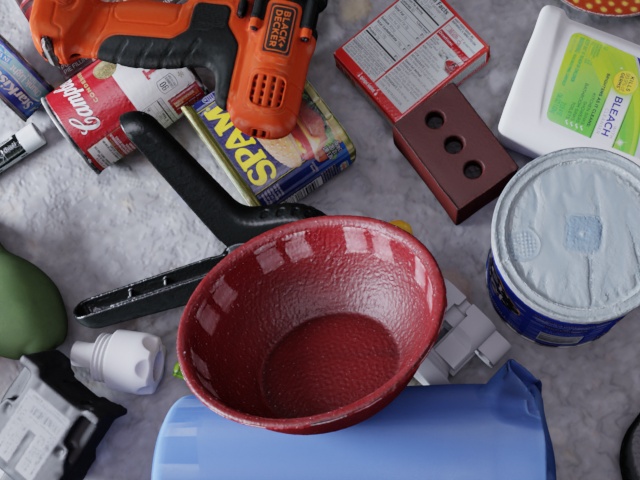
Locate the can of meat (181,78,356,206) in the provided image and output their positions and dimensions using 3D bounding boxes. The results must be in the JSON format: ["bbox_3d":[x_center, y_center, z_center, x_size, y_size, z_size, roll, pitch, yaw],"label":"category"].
[{"bbox_3d":[-0.035,-0.074,0.758,0.084,0.057,0.102,-35,76,-3],"label":"can of meat"}]

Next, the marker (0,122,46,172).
[{"bbox_3d":[-0.261,-0.048,0.800,0.121,0.020,0.020,-34,76,0],"label":"marker"}]

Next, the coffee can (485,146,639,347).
[{"bbox_3d":[0.157,0.010,0.671,0.103,0.140,0.103,-1,78,7],"label":"coffee can"}]

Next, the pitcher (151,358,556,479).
[{"bbox_3d":[0.025,0.163,0.672,0.243,0.145,0.149,-1,63,11],"label":"pitcher"}]

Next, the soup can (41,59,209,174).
[{"bbox_3d":[-0.140,-0.104,0.771,0.102,0.068,0.068,-36,76,-1],"label":"soup can"}]

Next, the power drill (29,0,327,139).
[{"bbox_3d":[-0.088,-0.171,0.717,0.187,0.057,0.184,11,78,0],"label":"power drill"}]

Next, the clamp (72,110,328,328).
[{"bbox_3d":[-0.055,0.001,0.715,0.210,0.036,0.165,8,121,-7],"label":"clamp"}]

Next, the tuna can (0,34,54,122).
[{"bbox_3d":[-0.236,-0.128,0.780,0.086,0.086,0.033,43,84,13],"label":"tuna can"}]

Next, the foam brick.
[{"bbox_3d":[0.093,-0.059,0.739,0.053,0.051,0.078,-36,76,-1],"label":"foam brick"}]

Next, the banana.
[{"bbox_3d":[-0.005,0.063,0.713,0.198,0.037,0.069,-34,119,17],"label":"banana"}]

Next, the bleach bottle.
[{"bbox_3d":[0.252,-0.070,0.717,0.251,0.068,0.102,20,82,9],"label":"bleach bottle"}]

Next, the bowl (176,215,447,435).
[{"bbox_3d":[-0.001,0.059,0.634,0.162,0.055,0.162,-10,43,10],"label":"bowl"}]

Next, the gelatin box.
[{"bbox_3d":[0.066,-0.133,0.770,0.089,0.030,0.073,-40,75,-2],"label":"gelatin box"}]
